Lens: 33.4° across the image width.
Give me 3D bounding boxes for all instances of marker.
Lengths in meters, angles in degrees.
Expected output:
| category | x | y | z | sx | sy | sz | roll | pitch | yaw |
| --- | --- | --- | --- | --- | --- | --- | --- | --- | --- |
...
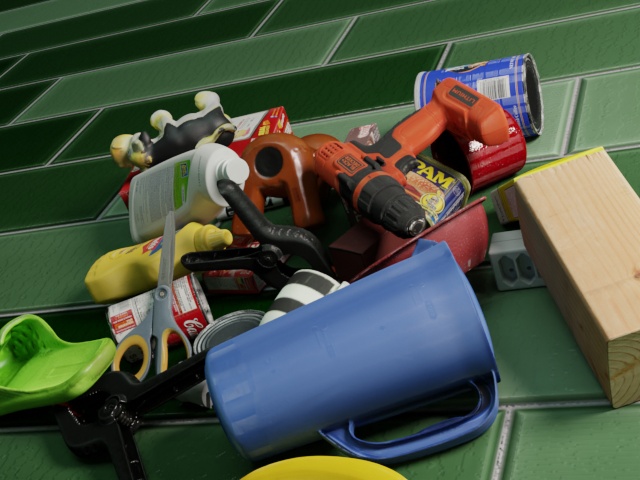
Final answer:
| category | x | y | z | sx | sy | sz | roll | pitch | yaw |
| --- | --- | --- | --- | --- | --- | --- | --- | --- | --- |
| marker | -0.078 | -0.048 | 1.386 | 0.121 | 0.020 | 0.020 | -13 | 29 | 13 |

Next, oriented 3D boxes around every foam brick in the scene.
| category | x | y | z | sx | sy | sz | roll | pitch | yaw |
| --- | --- | --- | --- | --- | --- | --- | --- | --- | --- |
| foam brick | 0.057 | 0.010 | 1.158 | 0.051 | 0.053 | 0.078 | 12 | 41 | 46 |

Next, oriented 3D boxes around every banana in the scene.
| category | x | y | z | sx | sy | sz | roll | pitch | yaw |
| --- | --- | --- | --- | --- | --- | --- | --- | --- | --- |
| banana | 0.012 | 0.204 | 0.859 | 0.198 | 0.037 | 0.069 | 5 | 36 | 39 |

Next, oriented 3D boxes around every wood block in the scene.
| category | x | y | z | sx | sy | sz | roll | pitch | yaw |
| --- | --- | --- | --- | --- | --- | --- | --- | --- | --- |
| wood block | 0.247 | 0.027 | 0.914 | 0.091 | 0.090 | 0.206 | -19 | 42 | 1 |

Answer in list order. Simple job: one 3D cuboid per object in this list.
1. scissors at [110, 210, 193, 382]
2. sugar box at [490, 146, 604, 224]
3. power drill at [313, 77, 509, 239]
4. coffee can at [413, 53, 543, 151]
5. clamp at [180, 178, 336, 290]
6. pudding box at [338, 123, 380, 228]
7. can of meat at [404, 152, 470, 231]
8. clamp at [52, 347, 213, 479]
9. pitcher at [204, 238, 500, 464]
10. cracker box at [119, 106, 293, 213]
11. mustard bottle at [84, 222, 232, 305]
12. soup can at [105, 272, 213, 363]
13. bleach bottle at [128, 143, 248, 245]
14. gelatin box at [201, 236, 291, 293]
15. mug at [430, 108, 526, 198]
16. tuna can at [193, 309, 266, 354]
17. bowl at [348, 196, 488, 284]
| category | x | y | z | sx | sy | sz | roll | pitch | yaw |
| --- | --- | --- | --- | --- | --- | --- | --- | --- | --- |
| scissors | -0.182 | 0.070 | 1.120 | 0.096 | 0.016 | 0.202 | -17 | 66 | 5 |
| sugar box | 0.231 | -0.053 | 1.085 | 0.093 | 0.048 | 0.176 | -19 | 0 | 0 |
| power drill | 0.106 | -0.090 | 1.134 | 0.187 | 0.057 | 0.185 | -32 | 42 | -13 |
| coffee can | 0.199 | -0.172 | 1.338 | 0.140 | 0.103 | 0.102 | -7 | 30 | 23 |
| clamp | -0.058 | 0.001 | 1.155 | 0.171 | 0.120 | 0.039 | 14 | 38 | -8 |
| pudding box | 0.053 | -0.074 | 1.272 | 0.039 | 0.090 | 0.113 | -9 | 30 | 24 |
| can of meat | 0.103 | -0.049 | 1.200 | 0.102 | 0.057 | 0.083 | 30 | 51 | 17 |
| clamp | -0.192 | 0.177 | 1.020 | 0.210 | 0.036 | 0.164 | -8 | 46 | 39 |
| pitcher | 0.030 | 0.112 | 0.933 | 0.243 | 0.145 | 0.149 | -22 | 16 | 4 |
| cracker box | -0.150 | -0.100 | 1.472 | 0.214 | 0.072 | 0.164 | -13 | 28 | 14 |
| mustard bottle | -0.179 | 0.021 | 1.242 | 0.192 | 0.058 | 0.096 | -18 | 12 | 33 |
| soup can | -0.173 | 0.085 | 1.159 | 0.102 | 0.068 | 0.068 | -21 | 28 | -2 |
| bleach bottle | -0.154 | -0.053 | 1.273 | 0.067 | 0.102 | 0.251 | -2 | -6 | -31 |
| gelatin box | -0.085 | 0.026 | 1.247 | 0.073 | 0.030 | 0.089 | -1 | 34 | 32 |
| mug | 0.184 | -0.102 | 1.256 | 0.081 | 0.093 | 0.117 | -23 | -9 | -16 |
| tuna can | -0.085 | 0.110 | 1.093 | 0.086 | 0.034 | 0.086 | -16 | 28 | 8 |
| bowl | 0.109 | 0.022 | 1.058 | 0.162 | 0.055 | 0.162 | -32 | -5 | -4 |
